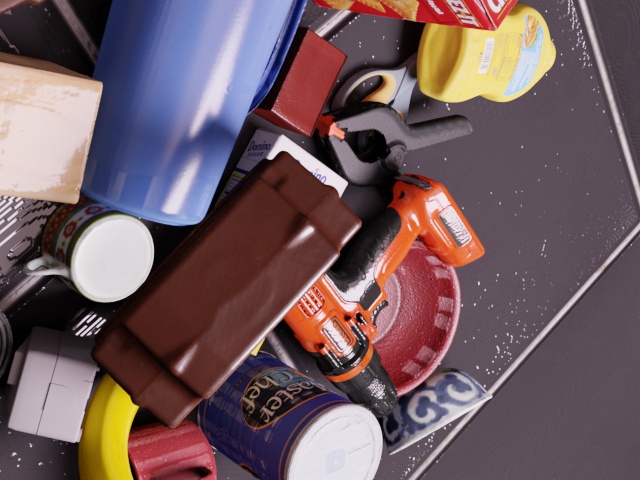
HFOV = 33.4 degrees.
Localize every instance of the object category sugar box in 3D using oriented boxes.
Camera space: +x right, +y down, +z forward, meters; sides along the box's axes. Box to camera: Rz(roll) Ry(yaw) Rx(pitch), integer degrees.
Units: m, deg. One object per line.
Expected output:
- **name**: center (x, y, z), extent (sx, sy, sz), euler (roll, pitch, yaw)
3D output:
- **sugar box**: center (-0.056, 0.001, 0.929), extent (0.093, 0.048, 0.176), euler (34, 79, -40)

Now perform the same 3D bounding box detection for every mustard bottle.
- **mustard bottle**: center (0.173, -0.183, 1.034), extent (0.191, 0.058, 0.096), euler (-8, 116, -48)

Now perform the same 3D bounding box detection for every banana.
- **banana**: center (-0.154, 0.148, 0.840), extent (0.069, 0.198, 0.037), euler (20, 128, -21)

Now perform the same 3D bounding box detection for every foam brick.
- **foam brick**: center (-0.024, -0.136, 0.902), extent (0.051, 0.053, 0.078), euler (26, 87, -42)

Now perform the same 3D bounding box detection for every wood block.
- **wood block**: center (-0.262, -0.086, 0.696), extent (0.205, 0.091, 0.090), euler (6, 102, -41)

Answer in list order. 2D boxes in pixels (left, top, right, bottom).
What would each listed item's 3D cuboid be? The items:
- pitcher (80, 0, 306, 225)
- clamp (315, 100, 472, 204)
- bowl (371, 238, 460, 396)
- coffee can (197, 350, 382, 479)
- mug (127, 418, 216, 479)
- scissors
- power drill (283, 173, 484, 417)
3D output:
- **pitcher**: center (-0.095, -0.138, 0.799), extent (0.149, 0.145, 0.243), euler (18, 98, -12)
- **clamp**: center (0.061, -0.071, 0.985), extent (0.171, 0.039, 0.120), euler (9, 100, -35)
- **bowl**: center (0.060, 0.070, 1.038), extent (0.161, 0.055, 0.162), euler (-11, 110, -34)
- **coffee can**: center (-0.029, 0.168, 0.945), extent (0.102, 0.141, 0.103), euler (-15, 114, -36)
- **mug**: center (-0.134, 0.196, 0.889), extent (0.081, 0.117, 0.093), euler (-9, 93, -43)
- **scissors**: center (0.092, -0.148, 1.019), extent (0.201, 0.016, 0.096), euler (-31, 125, -28)
- **power drill**: center (0.061, 0.047, 0.958), extent (0.187, 0.057, 0.184), euler (-46, 124, -16)
